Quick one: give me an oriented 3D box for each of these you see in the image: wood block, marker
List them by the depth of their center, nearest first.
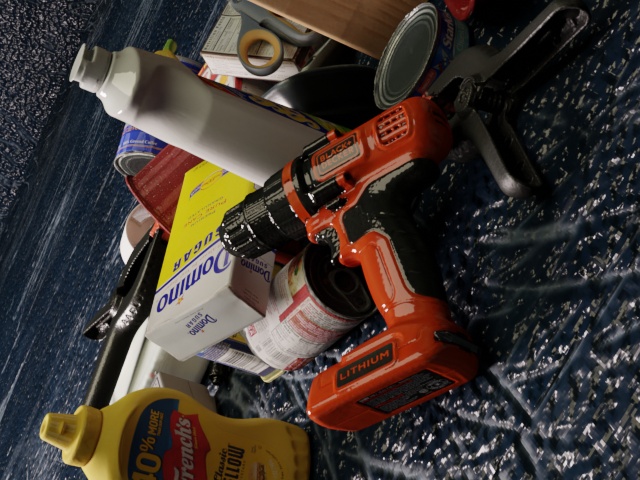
[{"bbox_3d":[-0.017,-0.235,0.876,0.091,0.205,0.090,-60,24,22],"label":"wood block"},{"bbox_3d":[-0.089,0.081,1.013,0.020,0.020,0.121,-40,36,50],"label":"marker"}]

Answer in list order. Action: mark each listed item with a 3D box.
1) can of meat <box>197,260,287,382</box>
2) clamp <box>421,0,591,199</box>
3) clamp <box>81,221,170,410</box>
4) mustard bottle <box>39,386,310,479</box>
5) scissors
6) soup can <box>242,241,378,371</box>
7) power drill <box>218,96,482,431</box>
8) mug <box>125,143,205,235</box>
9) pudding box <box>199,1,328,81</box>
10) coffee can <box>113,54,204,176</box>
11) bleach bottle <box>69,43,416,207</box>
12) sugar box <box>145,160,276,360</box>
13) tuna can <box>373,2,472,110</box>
[{"bbox_3d":[-0.066,0.057,0.896,0.058,0.083,0.102,-38,37,52],"label":"can of meat"},{"bbox_3d":[0.112,-0.097,0.680,0.120,0.039,0.172,-65,22,6],"label":"clamp"},{"bbox_3d":[-0.195,0.076,1.073,0.210,0.036,0.164,-56,25,28],"label":"clamp"},{"bbox_3d":[-0.103,0.155,0.750,0.058,0.191,0.096,-32,42,56],"label":"mustard bottle"},{"bbox_3d":[-0.083,-0.215,1.035,0.202,0.016,0.096,24,72,34],"label":"scissors"},{"bbox_3d":[-0.007,0.048,0.790,0.102,0.068,0.068,-44,33,47],"label":"soup can"},{"bbox_3d":[0.015,0.020,0.677,0.185,0.057,0.187,-30,57,29],"label":"power drill"},{"bbox_3d":[-0.118,-0.057,0.974,0.081,0.093,0.117,-43,33,5],"label":"mug"},{"bbox_3d":[-0.050,-0.203,1.050,0.114,0.039,0.090,10,63,29],"label":"pudding box"},{"bbox_3d":[-0.191,-0.147,1.335,0.103,0.102,0.140,-27,46,59],"label":"coffee can"},{"bbox_3d":[-0.056,-0.077,0.768,0.068,0.250,0.103,-64,23,13],"label":"bleach bottle"},{"bbox_3d":[-0.077,-0.001,0.826,0.093,0.048,0.176,-30,34,32],"label":"sugar box"},{"bbox_3d":[0.076,-0.132,0.799,0.086,0.033,0.086,-49,29,40],"label":"tuna can"}]
